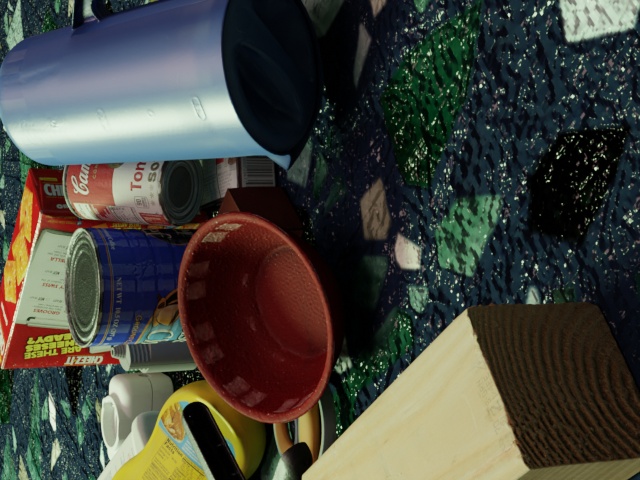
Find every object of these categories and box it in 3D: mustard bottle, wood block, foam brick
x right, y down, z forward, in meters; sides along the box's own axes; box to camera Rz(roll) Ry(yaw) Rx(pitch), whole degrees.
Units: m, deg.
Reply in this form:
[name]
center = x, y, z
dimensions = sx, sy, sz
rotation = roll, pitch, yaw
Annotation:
[mustard bottle]
center = -0.102, 0.178, 0.916
dimensions = 0.096, 0.058, 0.192
rotation = 41, 107, 19
[wood block]
center = 0.079, 0.125, 0.598
dimensions = 0.206, 0.090, 0.090
rotation = -54, 44, 47
[foam brick]
center = -0.056, 0.001, 0.874
dimensions = 0.053, 0.051, 0.078
rotation = 62, 140, 40

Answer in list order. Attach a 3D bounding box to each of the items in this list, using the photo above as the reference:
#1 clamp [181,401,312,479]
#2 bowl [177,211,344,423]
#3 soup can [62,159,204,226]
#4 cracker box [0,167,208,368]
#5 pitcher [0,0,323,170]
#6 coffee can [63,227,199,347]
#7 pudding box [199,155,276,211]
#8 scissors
[clamp]
center = -0.040, 0.230, 0.816
dimensions = 0.165, 0.036, 0.210
rotation = -5, 100, 57
[bowl]
center = -0.035, 0.053, 0.805
dimensions = 0.162, 0.055, 0.162
rotation = 14, 111, 40
[soup can]
center = -0.160, -0.049, 0.919
dimensions = 0.102, 0.068, 0.068
rotation = 5, 96, 25
[cracker box]
center = -0.222, 0.031, 1.057
dimensions = 0.214, 0.163, 0.072
rotation = -64, 37, 37
[pitcher]
center = -0.132, -0.130, 0.820
dimensions = 0.243, 0.144, 0.149
rotation = -3, 78, 30
[coffee can]
center = -0.143, 0.040, 0.939
dimensions = 0.103, 0.140, 0.103
rotation = 0, 90, 61
[pudding box]
center = -0.076, -0.086, 0.923
dimensions = 0.090, 0.039, 0.113
rotation = -14, 77, 61
[scissors]
center = -0.015, 0.205, 0.842
dimensions = 0.096, 0.016, 0.202
rotation = 20, 107, 61
